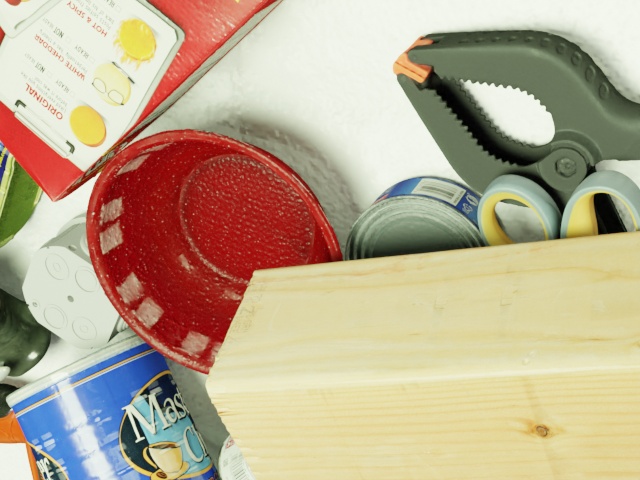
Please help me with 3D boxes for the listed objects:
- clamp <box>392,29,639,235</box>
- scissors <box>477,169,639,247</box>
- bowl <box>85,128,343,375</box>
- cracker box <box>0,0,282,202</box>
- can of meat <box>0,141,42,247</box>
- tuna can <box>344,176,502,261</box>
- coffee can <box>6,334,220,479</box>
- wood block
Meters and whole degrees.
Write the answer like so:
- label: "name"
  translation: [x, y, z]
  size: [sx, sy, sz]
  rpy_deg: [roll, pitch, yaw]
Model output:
- label: "clamp"
  translation: [0.129, -0.035, 0.538]
  size: [0.210, 0.036, 0.165]
  rpy_deg: [26, 128, 13]
- label: "scissors"
  translation: [0.124, 0.041, 0.566]
  size: [0.096, 0.016, 0.202]
  rpy_deg: [22, 136, 23]
- label: "bowl"
  translation: [-0.054, 0.001, 0.627]
  size: [0.162, 0.055, 0.162]
  rpy_deg: [10, 121, 17]
- label: "cracker box"
  translation: [-0.123, -0.147, 0.578]
  size: [0.214, 0.072, 0.164]
  rpy_deg: [-36, 96, 35]
- label: "can of meat"
  translation: [-0.221, -0.056, 0.680]
  size: [0.084, 0.057, 0.102]
  rpy_deg: [31, 124, 6]
- label: "tuna can"
  translation: [0.059, 0.008, 0.594]
  size: [0.086, 0.033, 0.086]
  rpy_deg: [11, 119, 20]
- label: "coffee can"
  translation: [-0.126, 0.142, 0.688]
  size: [0.103, 0.102, 0.140]
  rpy_deg: [-28, 86, 33]
- label: "wood block"
  translation: [0.062, 0.065, 0.523]
  size: [0.206, 0.090, 0.091]
  rpy_deg: [-6, 128, 24]
